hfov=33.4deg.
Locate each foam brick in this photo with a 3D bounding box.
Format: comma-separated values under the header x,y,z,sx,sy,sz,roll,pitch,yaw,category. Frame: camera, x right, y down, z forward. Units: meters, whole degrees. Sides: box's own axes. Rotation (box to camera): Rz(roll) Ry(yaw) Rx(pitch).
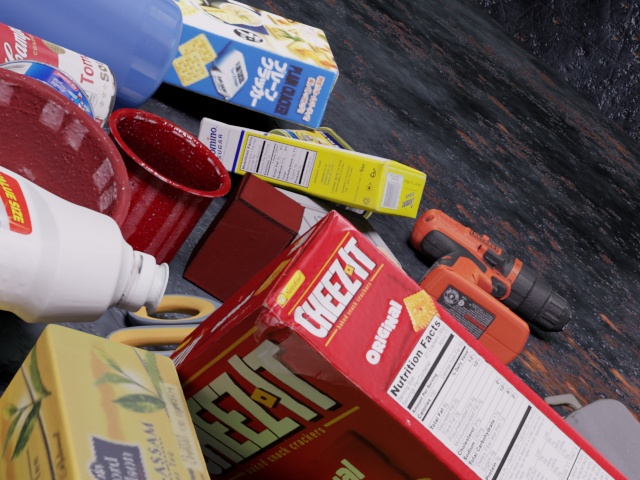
x,y,z,sx,sy,sz,roll,pitch,yaw,category
-0.055,0.001,0.769,0.051,0.078,0.053,33,24,-10,foam brick

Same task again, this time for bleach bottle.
x,y,z,sx,sy,sz,roll,pitch,yaw,category
-0.195,-0.018,0.512,0.250,0.068,0.102,19,23,-23,bleach bottle

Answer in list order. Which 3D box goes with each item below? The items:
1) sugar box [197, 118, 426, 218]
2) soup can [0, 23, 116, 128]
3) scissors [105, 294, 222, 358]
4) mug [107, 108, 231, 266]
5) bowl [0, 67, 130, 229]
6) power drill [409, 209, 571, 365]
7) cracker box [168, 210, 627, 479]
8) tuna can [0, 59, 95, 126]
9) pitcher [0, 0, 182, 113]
x,y,z,sx,sy,sz,roll,pitch,yaw,category
-0.010,-0.060,0.901,0.176,0.048,0.093,13,2,25,sugar box
-0.211,-0.115,0.785,0.102,0.069,0.068,18,28,-41,soup can
-0.034,0.051,0.663,0.201,0.016,0.096,-5,21,-17,scissors
-0.123,-0.036,0.736,0.093,0.082,0.117,25,25,-27,mug
-0.196,-0.031,0.622,0.162,0.055,0.162,20,40,-19,bowl
0.159,0.053,1.012,0.184,0.057,0.187,33,19,1,power drill
0.029,0.110,0.511,0.213,0.164,0.072,42,50,-6,cracker box
-0.193,-0.073,0.702,0.086,0.086,0.033,30,24,-14,tuna can
-0.232,-0.208,0.850,0.242,0.149,0.145,27,22,-30,pitcher
